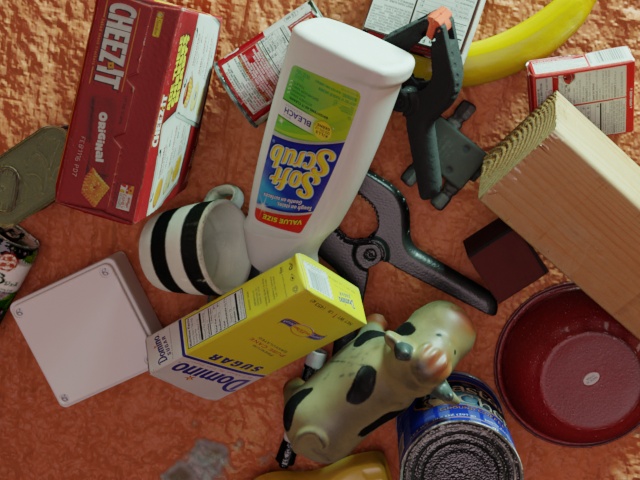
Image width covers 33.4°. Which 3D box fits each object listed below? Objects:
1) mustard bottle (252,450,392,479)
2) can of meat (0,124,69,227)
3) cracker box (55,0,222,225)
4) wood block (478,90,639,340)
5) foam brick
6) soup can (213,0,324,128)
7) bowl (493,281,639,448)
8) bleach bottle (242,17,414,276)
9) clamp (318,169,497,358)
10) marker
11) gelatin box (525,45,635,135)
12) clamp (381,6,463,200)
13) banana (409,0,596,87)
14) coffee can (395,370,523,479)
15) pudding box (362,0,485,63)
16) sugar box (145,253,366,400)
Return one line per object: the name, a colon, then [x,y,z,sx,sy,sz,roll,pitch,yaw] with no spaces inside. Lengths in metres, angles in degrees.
mustard bottle: [-0.023,0.263,1.007,0.191,0.058,0.096,-12,104,6]
can of meat: [-0.247,-0.061,0.952,0.102,0.084,0.057,-32,97,8]
cracker box: [-0.142,-0.114,0.869,0.072,0.213,0.164,14,100,1]
wood block: [0.240,-0.015,0.902,0.206,0.090,0.091,40,119,-10]
foam brick: [0.162,0.014,0.942,0.051,0.078,0.053,-34,94,9]
soup can: [-0.033,-0.154,0.930,0.102,0.068,0.068,-32,96,8]
bowl: [0.241,0.120,0.967,0.162,0.055,0.162,1,99,3]
bleach bottle: [-0.005,-0.053,0.903,0.103,0.068,0.251,28,122,19]
clamp: [0.040,0.019,0.971,0.165,0.036,0.210,-32,97,11]
marker: [-0.019,0.160,1.009,0.020,0.020,0.121,17,101,1]
gelatin box: [0.225,-0.124,0.924,0.089,0.030,0.073,-8,128,6]
clamp: [0.079,-0.113,0.900,0.120,0.039,0.172,33,134,-1]
banana: [0.149,-0.173,0.930,0.198,0.037,0.069,-11,101,5]
coffee can: [0.119,0.184,0.942,0.103,0.140,0.103,1,100,3]
pudding box: [0.095,-0.213,0.908,0.090,0.039,0.113,19,89,10]
sugar box: [-0.058,0.081,0.938,0.176,0.048,0.093,-32,141,23]
